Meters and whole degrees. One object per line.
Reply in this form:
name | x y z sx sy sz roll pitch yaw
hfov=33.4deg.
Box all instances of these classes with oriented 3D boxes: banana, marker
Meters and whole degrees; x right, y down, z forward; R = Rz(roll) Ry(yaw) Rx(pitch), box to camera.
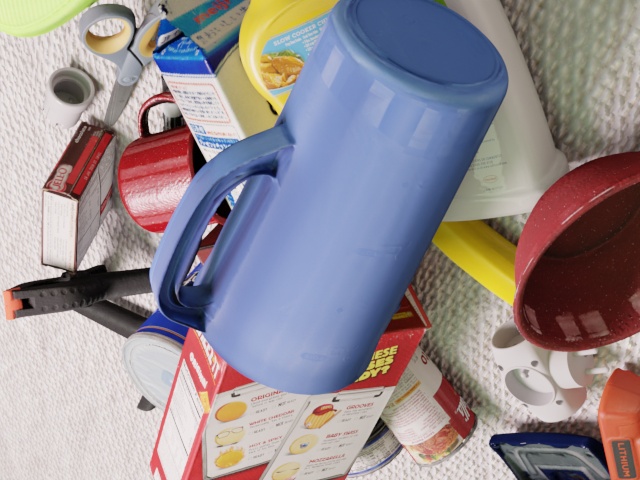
banana | 0.135 0.014 0.778 0.198 0.037 0.070 35 157 11
marker | -0.124 -0.095 0.898 0.020 0.020 0.121 25 139 17

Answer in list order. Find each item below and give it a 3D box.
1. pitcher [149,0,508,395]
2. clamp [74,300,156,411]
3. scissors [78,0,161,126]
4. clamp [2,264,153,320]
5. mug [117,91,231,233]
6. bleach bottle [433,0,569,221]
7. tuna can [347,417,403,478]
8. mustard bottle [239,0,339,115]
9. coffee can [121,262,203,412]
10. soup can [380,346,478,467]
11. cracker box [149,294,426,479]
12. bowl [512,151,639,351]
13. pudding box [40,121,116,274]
pitcher | 0.006 -0.027 0.652 0.145 0.149 0.243 32 129 7
clamp | -0.167 0.104 1.106 0.210 0.036 0.164 -16 116 43
scissors | -0.168 -0.139 0.851 0.202 0.096 0.016 -33 65 48
clamp | -0.234 0.046 1.023 0.120 0.171 0.039 -7 90 47
mug | -0.112 -0.061 0.856 0.082 0.093 0.117 -10 109 31
bleach bottle | 0.076 -0.135 0.671 0.103 0.068 0.251 -7 119 29
tuna can | 0.036 0.175 0.977 0.086 0.086 0.033 -5 122 40
mustard bottle | -0.001 -0.122 0.724 0.096 0.058 0.191 -25 117 0
coffee can | -0.092 0.078 0.941 0.103 0.140 0.103 21 138 21
soup can | 0.079 0.135 0.920 0.102 0.068 0.069 51 140 -13
cracker box | -0.033 0.123 0.832 0.072 0.163 0.214 61 145 36
bowl | 0.183 -0.002 0.677 0.162 0.162 0.055 93 157 -45
pudding box | -0.221 -0.038 0.969 0.039 0.090 0.114 18 140 2
